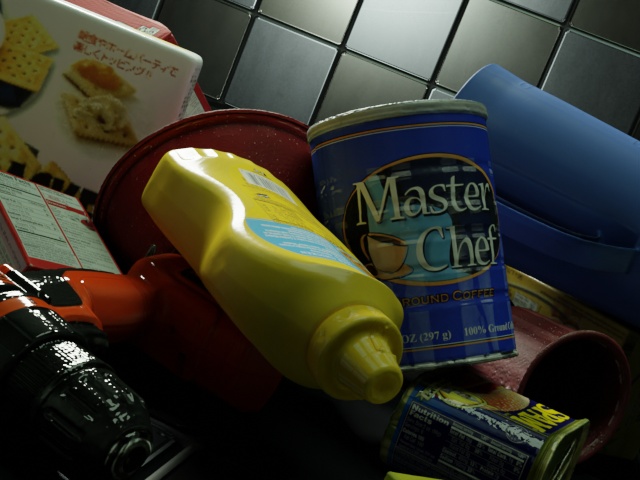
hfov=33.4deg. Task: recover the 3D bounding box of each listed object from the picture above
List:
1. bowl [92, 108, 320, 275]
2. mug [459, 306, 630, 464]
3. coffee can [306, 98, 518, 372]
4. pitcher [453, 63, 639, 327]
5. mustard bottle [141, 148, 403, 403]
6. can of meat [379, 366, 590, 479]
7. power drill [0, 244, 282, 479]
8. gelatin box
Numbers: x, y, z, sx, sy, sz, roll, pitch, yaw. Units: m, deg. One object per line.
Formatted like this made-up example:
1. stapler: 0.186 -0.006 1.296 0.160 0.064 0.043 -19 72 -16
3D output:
1. bowl: -0.054 0.001 0.646 0.161 0.162 0.055 17 35 -31
2. mug: 0.133 0.093 0.706 0.117 0.093 0.082 -6 16 -25
3. coffee can: 0.051 0.001 0.600 0.103 0.140 0.103 -7 -5 -1
4. pitcher: 0.190 -0.017 0.754 0.243 0.149 0.145 30 -21 22
5. mustard bottle: -0.014 0.019 0.506 0.096 0.058 0.192 26 11 -35
6. can of meat: 0.090 0.109 0.576 0.084 0.057 0.102 23 7 24
7. power drill: -0.097 0.046 0.490 0.185 0.057 0.187 31 11 32
8. gelatin box: -0.157 0.003 0.602 0.073 0.030 0.089 21 25 -51
